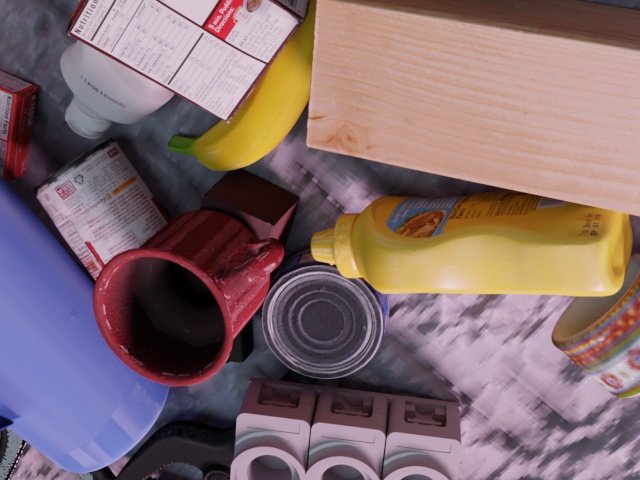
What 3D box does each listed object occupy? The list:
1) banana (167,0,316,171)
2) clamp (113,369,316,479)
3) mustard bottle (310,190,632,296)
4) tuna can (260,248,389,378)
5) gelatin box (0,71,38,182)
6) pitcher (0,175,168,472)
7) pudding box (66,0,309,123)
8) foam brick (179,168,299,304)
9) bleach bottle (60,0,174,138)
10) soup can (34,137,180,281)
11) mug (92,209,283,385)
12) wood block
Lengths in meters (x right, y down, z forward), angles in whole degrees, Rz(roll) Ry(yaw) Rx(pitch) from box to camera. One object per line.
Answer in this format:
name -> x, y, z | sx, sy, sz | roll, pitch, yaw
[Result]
banana -> -0.035, -0.109, 0.674 | 0.069, 0.037, 0.198 | 36, 122, 1
clamp -> -0.069, 0.169, 0.817 | 0.210, 0.036, 0.164 | -3, 110, 19
mustard bottle -> 0.084, 0.001, 0.641 | 0.192, 0.096, 0.058 | -1, 111, 25
tuna can -> 0.003, 0.050, 0.723 | 0.086, 0.033, 0.086 | 3, 109, 8
gelatin box -> -0.253, -0.092, 0.777 | 0.089, 0.030, 0.073 | 23, 119, 11
pitcher -> -0.221, 0.060, 0.734 | 0.149, 0.145, 0.242 | -36, 121, 4
pudding box -> -0.076, -0.132, 0.616 | 0.113, 0.039, 0.090 | 30, 127, -18
foam brick -> -0.055, 0.001, 0.725 | 0.053, 0.051, 0.078 | 24, 120, 10
bleach bottle -> -0.105, -0.167, 0.662 | 0.102, 0.068, 0.251 | 38, 124, 0
soup can -> -0.144, -0.012, 0.746 | 0.069, 0.068, 0.102 | -29, 100, 30
mug -> -0.073, 0.026, 0.665 | 0.117, 0.081, 0.093 | -26, 102, 29
wood block -> 0.106, -0.086, 0.596 | 0.206, 0.090, 0.091 | 13, 117, 17
